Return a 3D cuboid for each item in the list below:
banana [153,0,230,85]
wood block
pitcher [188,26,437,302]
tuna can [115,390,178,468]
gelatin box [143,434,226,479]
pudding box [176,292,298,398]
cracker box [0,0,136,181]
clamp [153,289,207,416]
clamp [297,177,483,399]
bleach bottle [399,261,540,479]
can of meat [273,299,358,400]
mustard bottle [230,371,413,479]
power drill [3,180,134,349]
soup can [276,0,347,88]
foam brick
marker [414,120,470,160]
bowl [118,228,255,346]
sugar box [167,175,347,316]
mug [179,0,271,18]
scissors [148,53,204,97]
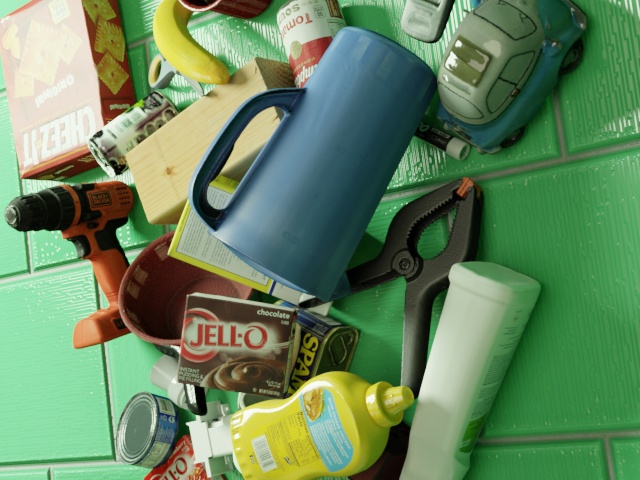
[{"bbox_3d":[-0.144,-0.220,1.147,0.069,0.037,0.198,-16,42,0],"label":"banana"},{"bbox_3d":[-0.102,-0.102,1.153,0.206,0.090,0.091,-30,73,31],"label":"wood block"},{"bbox_3d":[-0.001,-0.078,0.998,0.145,0.149,0.243,29,88,29],"label":"pitcher"},{"bbox_3d":[-0.201,0.220,1.236,0.086,0.033,0.086,-28,51,41],"label":"tuna can"},{"bbox_3d":[-0.156,0.277,1.223,0.089,0.030,0.073,-47,64,25],"label":"gelatin box"},{"bbox_3d":[-0.083,0.104,1.072,0.113,0.039,0.090,8,95,5],"label":"pudding box"},{"bbox_3d":[-0.314,-0.196,1.317,0.164,0.071,0.214,-16,81,35],"label":"cracker box"},{"bbox_3d":[-0.133,0.102,1.197,0.120,0.039,0.172,-37,56,-5],"label":"clamp"},{"bbox_3d":[0.078,0.026,1.028,0.165,0.036,0.210,31,93,31],"label":"clamp"},{"bbox_3d":[0.124,0.146,0.979,0.068,0.102,0.251,24,103,29],"label":"bleach bottle"},{"bbox_3d":[-0.018,0.121,1.111,0.084,0.057,0.102,25,104,35],"label":"can of meat"},{"bbox_3d":[0.006,0.175,0.995,0.192,0.058,0.096,-28,77,32],"label":"mustard bottle"},{"bbox_3d":[-0.269,0.025,1.226,0.057,0.184,0.187,-13,91,35],"label":"power drill"},{"bbox_3d":[-0.001,-0.193,1.095,0.069,0.068,0.102,-24,75,33],"label":"soup can"},{"bbox_3d":[0.059,0.207,1.041,0.053,0.078,0.051,41,109,29],"label":"foam brick"},{"bbox_3d":[0.094,-0.112,1.054,0.121,0.020,0.020,32,108,31],"label":"marker"},{"bbox_3d":[-0.137,0.060,1.169,0.162,0.055,0.162,-10,50,11],"label":"bowl"},{"bbox_3d":[-0.057,0.001,1.095,0.176,0.048,0.093,21,105,-3],"label":"sugar box"},{"bbox_3d":[-0.091,-0.289,1.152,0.117,0.081,0.093,-13,82,35],"label":"mug"},{"bbox_3d":[-0.164,-0.182,1.196,0.096,0.016,0.202,-63,32,33],"label":"scissors"}]
